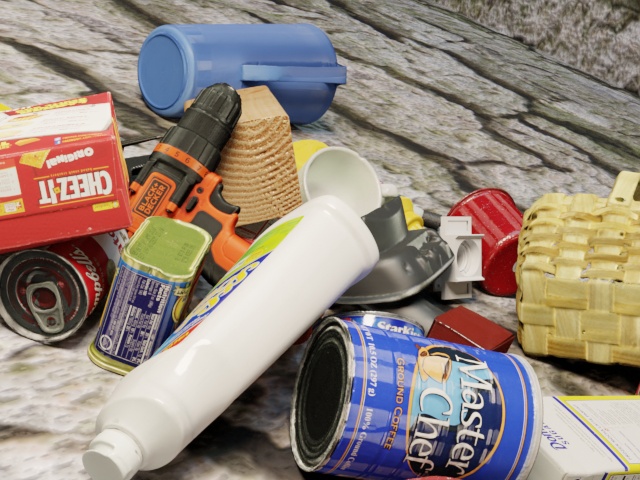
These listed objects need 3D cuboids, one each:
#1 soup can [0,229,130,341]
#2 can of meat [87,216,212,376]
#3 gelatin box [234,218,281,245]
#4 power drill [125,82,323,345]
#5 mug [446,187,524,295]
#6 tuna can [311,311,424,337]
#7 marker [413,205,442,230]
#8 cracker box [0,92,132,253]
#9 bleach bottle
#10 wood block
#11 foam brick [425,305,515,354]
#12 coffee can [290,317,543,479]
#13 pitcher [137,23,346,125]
[{"bbox_3d":[-0.182,0.022,0.768,0.068,0.068,0.102,21,21,1],"label":"soup can"},{"bbox_3d":[-0.120,0.038,0.764,0.057,0.084,0.102,20,21,-2],"label":"can of meat"},{"bbox_3d":[-0.057,0.001,0.987,0.073,0.030,0.089,23,21,3],"label":"gelatin box"},{"bbox_3d":[-0.061,-0.017,0.855,0.188,0.184,0.057,29,-11,9],"label":"power drill"},{"bbox_3d":[0.174,0.008,1.121,0.117,0.093,0.081,-20,40,-13],"label":"mug"},{"bbox_3d":[0.035,0.082,0.801,0.086,0.086,0.034,12,66,-21],"label":"tuna can"},{"bbox_3d":[0.086,-0.039,1.232,0.121,0.020,0.020,20,21,-2],"label":"marker"},{"bbox_3d":[-0.225,-0.050,0.779,0.164,0.072,0.214,-11,17,-9],"label":"cracker box"},{"bbox_3d":[-0.059,0.065,0.687,0.068,0.103,0.250,53,41,-8],"label":"bleach bottle"},{"bbox_3d":[-0.077,-0.084,1.011,0.090,0.091,0.206,-12,17,-5],"label":"wood block"},{"bbox_3d":[0.106,0.098,0.833,0.051,0.078,0.052,33,24,24],"label":"foam brick"},{"bbox_3d":[0.063,0.115,0.718,0.140,0.103,0.103,13,22,-18],"label":"coffee can"},{"bbox_3d":[-0.095,-0.208,1.323,0.242,0.149,0.145,-8,60,-46],"label":"pitcher"}]
